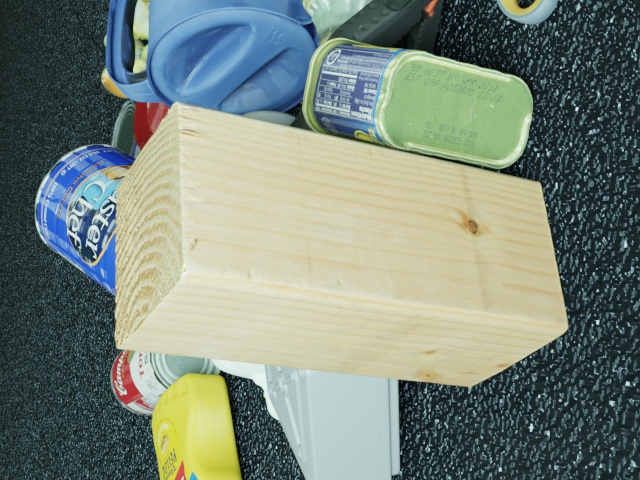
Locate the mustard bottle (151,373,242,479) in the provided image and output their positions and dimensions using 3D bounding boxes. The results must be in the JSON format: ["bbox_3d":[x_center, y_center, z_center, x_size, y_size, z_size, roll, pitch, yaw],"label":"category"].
[{"bbox_3d":[-0.091,0.205,0.829,0.096,0.058,0.191,-58,34,39],"label":"mustard bottle"}]

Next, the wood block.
[{"bbox_3d":[0.010,0.009,0.534,0.090,0.205,0.091,-43,45,51],"label":"wood block"}]

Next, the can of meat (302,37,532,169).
[{"bbox_3d":[0.055,-0.076,0.594,0.084,0.101,0.057,24,104,60],"label":"can of meat"}]

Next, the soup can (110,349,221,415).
[{"bbox_3d":[-0.136,0.113,0.938,0.102,0.068,0.068,-31,54,56],"label":"soup can"}]

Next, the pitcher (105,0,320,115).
[{"bbox_3d":[-0.088,-0.222,0.869,0.145,0.149,0.243,126,144,-49],"label":"pitcher"}]

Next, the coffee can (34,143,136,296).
[{"bbox_3d":[-0.148,-0.007,0.850,0.140,0.102,0.103,29,108,41],"label":"coffee can"}]

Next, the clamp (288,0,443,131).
[{"bbox_3d":[0.018,-0.066,0.672,0.036,0.164,0.210,35,91,34],"label":"clamp"}]

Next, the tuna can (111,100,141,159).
[{"bbox_3d":[-0.204,-0.110,1.183,0.086,0.033,0.086,-31,54,56],"label":"tuna can"}]
